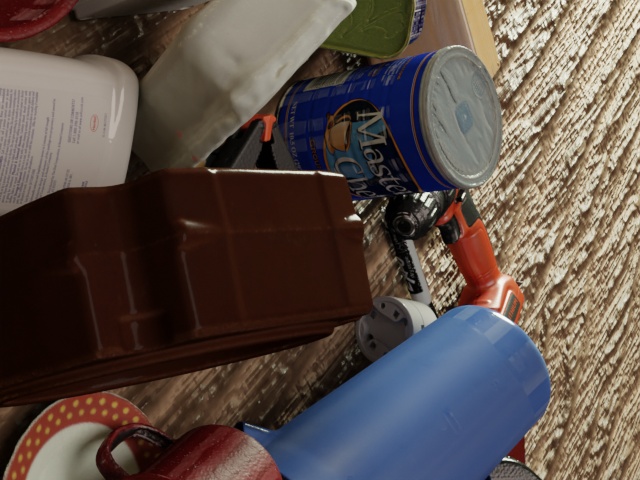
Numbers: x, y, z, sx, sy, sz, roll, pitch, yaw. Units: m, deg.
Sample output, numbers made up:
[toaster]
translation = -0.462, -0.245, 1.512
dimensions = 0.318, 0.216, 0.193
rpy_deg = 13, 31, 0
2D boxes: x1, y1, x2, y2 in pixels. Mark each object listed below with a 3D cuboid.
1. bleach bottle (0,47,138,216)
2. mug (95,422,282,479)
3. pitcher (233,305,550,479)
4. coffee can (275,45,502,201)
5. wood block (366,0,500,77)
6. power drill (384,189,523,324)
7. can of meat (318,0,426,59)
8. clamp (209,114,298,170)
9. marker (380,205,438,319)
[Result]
[bleach bottle]
translation = -0.212, -0.063, 0.537
dimensions = 0.250, 0.068, 0.102
rpy_deg = 4, 98, -49
[mug]
translation = -0.082, 0.154, 0.633
dimensions = 0.117, 0.093, 0.081
rpy_deg = 39, 28, 8
[pitcher]
translation = 0.062, 0.156, 0.760
dimensions = 0.242, 0.145, 0.149
rpy_deg = -33, 131, -35
[coffee can]
translation = 0.051, -0.083, 0.802
dimensions = 0.102, 0.141, 0.103
rpy_deg = 8, 80, -50
[wood block]
translation = 0.072, -0.220, 0.867
dimensions = 0.090, 0.090, 0.206
rpy_deg = -50, 125, -63
[power drill]
translation = 0.117, 0.006, 0.917
dimensions = 0.184, 0.057, 0.187
rpy_deg = -54, 129, -55
[can of meat]
translation = 0.026, -0.173, 0.798
dimensions = 0.083, 0.102, 0.057
rpy_deg = -47, 147, -70
[clamp]
translation = -0.055, 0.001, 0.732
dimensions = 0.120, 0.039, 0.171
rpy_deg = -15, 104, -47
[marker]
translation = 0.079, 0.026, 0.921
dimensions = 0.020, 0.020, 0.121
rpy_deg = -38, 115, -46
